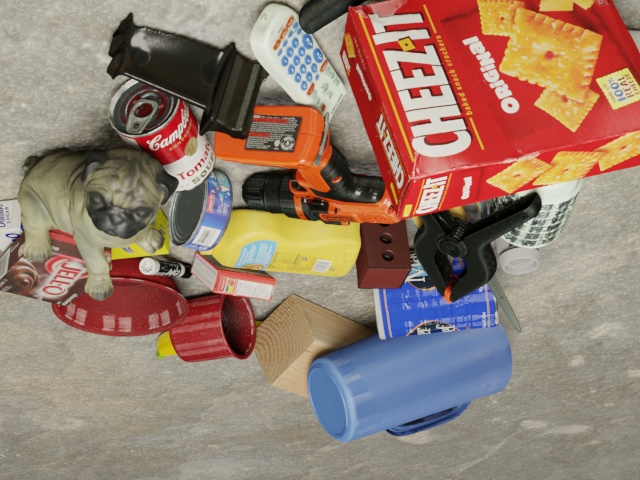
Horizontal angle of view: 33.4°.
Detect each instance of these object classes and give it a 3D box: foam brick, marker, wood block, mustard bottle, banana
[{"bbox_3d":[0.068,0.010,1.197,0.053,0.078,0.051,0,150,-11],"label":"foam brick"},{"bbox_3d":[-0.176,0.033,1.231,0.020,0.020,0.121,-11,173,14],"label":"marker"},{"bbox_3d":[0.017,0.159,1.423,0.091,0.090,0.205,-45,135,18],"label":"wood block"},{"bbox_3d":[-0.058,0.001,1.187,0.191,0.058,0.096,4,156,-14],"label":"mustard bottle"},{"bbox_3d":[-0.141,0.129,1.439,0.198,0.037,0.069,-8,170,12],"label":"banana"}]

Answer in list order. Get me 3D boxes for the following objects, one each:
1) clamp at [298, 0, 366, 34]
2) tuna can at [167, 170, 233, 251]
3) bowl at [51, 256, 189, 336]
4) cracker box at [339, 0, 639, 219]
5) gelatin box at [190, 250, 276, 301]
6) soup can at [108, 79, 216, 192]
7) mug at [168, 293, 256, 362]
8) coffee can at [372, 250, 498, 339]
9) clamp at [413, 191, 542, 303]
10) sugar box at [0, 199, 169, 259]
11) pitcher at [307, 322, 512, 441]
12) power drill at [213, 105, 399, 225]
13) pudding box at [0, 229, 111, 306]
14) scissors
[{"bbox_3d":[0.068,-0.210,0.841,0.120,0.039,0.172,0,156,-29],"label":"clamp"},{"bbox_3d":[-0.123,-0.032,1.092,0.033,0.086,0.086,13,147,-30],"label":"tuna can"},{"bbox_3d":[-0.238,0.059,1.277,0.162,0.055,0.162,-2,151,-1],"label":"bowl"},{"bbox_3d":[0.141,-0.121,0.833,0.213,0.164,0.072,-12,154,-11],"label":"cracker box"},{"bbox_3d":[-0.102,0.042,1.238,0.073,0.030,0.089,11,-172,-27],"label":"gelatin box"},{"bbox_3d":[-0.145,-0.097,0.989,0.068,0.068,0.102,-10,150,11],"label":"soup can"},{"bbox_3d":[-0.134,0.107,1.357,0.082,0.093,0.117,-11,-173,23],"label":"mug"},{"bbox_3d":[0.134,0.059,1.265,0.140,0.103,0.103,-7,151,6],"label":"coffee can"},{"bbox_3d":[0.152,-0.004,1.116,0.165,0.036,0.210,19,144,26],"label":"clamp"},{"bbox_3d":[-0.261,-0.013,1.156,0.176,0.048,0.093,-8,151,7],"label":"sugar box"},{"bbox_3d":[0.109,0.173,1.343,0.242,0.149,0.145,-16,172,-28],"label":"pitcher"},{"bbox_3d":[-0.025,-0.068,1.023,0.185,0.057,0.187,3,164,26],"label":"power drill"},{"bbox_3d":[-0.287,0.027,1.139,0.089,0.039,0.114,18,147,-32],"label":"pudding box"},{"bbox_3d":[0.159,0.020,1.188,0.096,0.016,0.202,-1,121,30],"label":"scissors"}]
